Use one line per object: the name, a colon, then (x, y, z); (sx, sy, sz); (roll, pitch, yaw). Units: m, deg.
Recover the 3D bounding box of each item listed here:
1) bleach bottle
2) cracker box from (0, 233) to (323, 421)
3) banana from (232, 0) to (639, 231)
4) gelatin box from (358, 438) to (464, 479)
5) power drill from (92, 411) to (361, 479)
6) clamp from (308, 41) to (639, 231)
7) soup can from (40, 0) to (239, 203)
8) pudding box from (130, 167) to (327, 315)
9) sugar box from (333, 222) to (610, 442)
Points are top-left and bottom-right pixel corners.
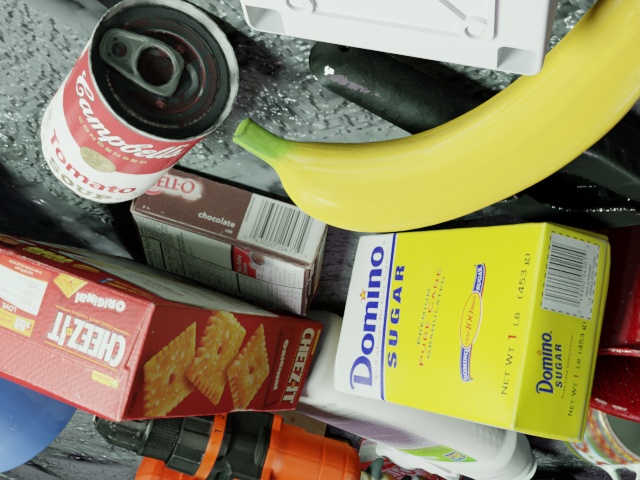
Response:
bleach bottle: (0.068, 0.132, 0.816); (0.250, 0.068, 0.103); (30, 156, -31)
cracker box: (-0.118, 0.053, 0.652); (0.164, 0.072, 0.213); (17, 179, 25)
banana: (0.057, -0.044, 0.415); (0.198, 0.037, 0.069); (-19, 125, 30)
gelatin box: (0.084, 0.209, 1.004); (0.073, 0.030, 0.089); (26, 154, -17)
power drill: (-0.083, 0.163, 0.768); (0.184, 0.057, 0.188); (20, 153, -11)
clamp: (0.073, -0.043, 0.468); (0.172, 0.039, 0.120); (5, 158, 19)
soup can: (-0.088, -0.063, 0.502); (0.068, 0.068, 0.102); (27, 155, -18)
pudding box: (-0.054, 0.001, 0.648); (0.113, 0.039, 0.090); (19, 159, 5)
sugar box: (0.067, 0.042, 0.537); (0.048, 0.093, 0.176); (15, 171, -26)
